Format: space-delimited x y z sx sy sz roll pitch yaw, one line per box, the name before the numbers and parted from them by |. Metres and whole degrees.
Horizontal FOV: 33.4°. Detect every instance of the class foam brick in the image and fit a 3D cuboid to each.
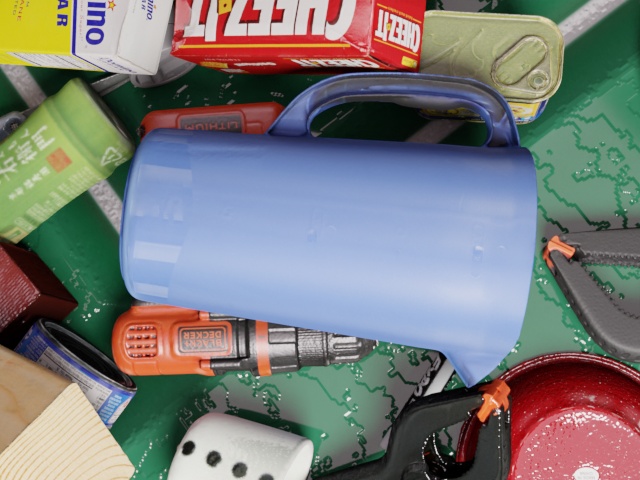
foam brick | -0.215 0.040 0.748 0.053 0.078 0.051 -42 79 0

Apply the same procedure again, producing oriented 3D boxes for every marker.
marker | 0.081 0.095 0.736 0.020 0.020 0.121 33 88 9

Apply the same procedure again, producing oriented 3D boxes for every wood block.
wood block | -0.230 0.116 0.677 0.206 0.091 0.090 17 52 38

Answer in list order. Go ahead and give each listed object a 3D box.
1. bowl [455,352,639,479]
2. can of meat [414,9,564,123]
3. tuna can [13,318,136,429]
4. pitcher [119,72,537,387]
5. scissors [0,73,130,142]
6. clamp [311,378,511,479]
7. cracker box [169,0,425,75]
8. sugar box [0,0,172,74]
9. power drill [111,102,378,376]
bowl | 0.170 0.154 0.701 0.162 0.055 0.162 -1 83 6
can of meat | 0.108 -0.114 0.723 0.102 0.084 0.057 4 84 7
tuna can | -0.169 0.091 0.733 0.086 0.086 0.034 36 87 9
pitcher | 0.007 -0.014 0.659 0.243 0.145 0.149 7 42 1
scissors | -0.242 -0.094 0.779 0.202 0.016 0.096 -38 115 2
clamp | 0.075 0.163 0.693 0.120 0.039 0.172 42 121 0
cracker box | -0.010 -0.219 0.695 0.164 0.072 0.214 7 91 35
sugar box | -0.184 -0.170 0.752 0.176 0.048 0.093 8 83 34
power drill | -0.055 0.001 0.744 0.184 0.057 0.187 -3 82 1
